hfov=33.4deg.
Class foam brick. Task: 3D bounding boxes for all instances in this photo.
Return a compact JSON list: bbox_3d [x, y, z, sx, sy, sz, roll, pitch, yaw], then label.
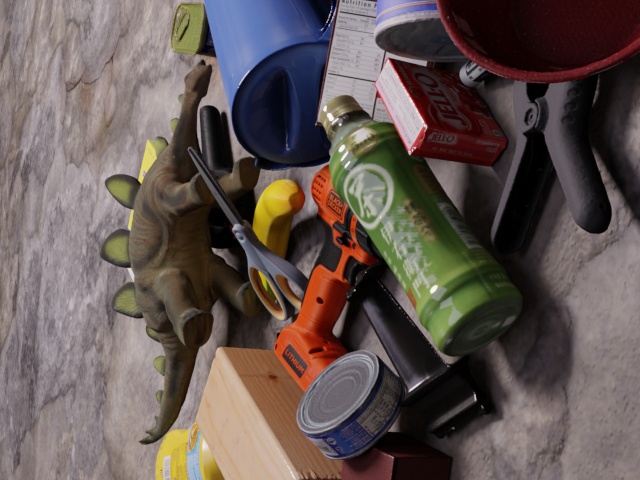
[{"bbox_3d":[0.057,0.183,0.831,0.078,0.051,0.053,13,97,63],"label":"foam brick"}]

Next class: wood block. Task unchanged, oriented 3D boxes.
[{"bbox_3d":[-0.032,0.187,0.957,0.206,0.090,0.090,49,126,55],"label":"wood block"}]

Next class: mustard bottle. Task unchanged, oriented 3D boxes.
[{"bbox_3d":[-0.120,0.240,1.151,0.192,0.058,0.096,-35,53,56],"label":"mustard bottle"}]

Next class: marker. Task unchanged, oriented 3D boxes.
[{"bbox_3d":[0.125,-0.133,0.759,0.121,0.020,0.020,148,125,-79],"label":"marker"}]

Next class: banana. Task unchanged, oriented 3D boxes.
[{"bbox_3d":[-0.040,-0.014,1.039,0.198,0.037,0.070,104,146,-59],"label":"banana"}]

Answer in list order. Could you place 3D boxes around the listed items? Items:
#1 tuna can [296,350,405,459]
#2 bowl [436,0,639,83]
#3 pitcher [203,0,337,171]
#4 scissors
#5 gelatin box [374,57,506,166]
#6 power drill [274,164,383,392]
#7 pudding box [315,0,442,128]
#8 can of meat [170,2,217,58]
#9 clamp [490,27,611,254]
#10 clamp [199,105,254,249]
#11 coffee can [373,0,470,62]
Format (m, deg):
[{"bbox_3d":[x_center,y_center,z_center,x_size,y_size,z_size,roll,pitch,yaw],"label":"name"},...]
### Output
[{"bbox_3d":[0.023,0.129,0.842,0.086,0.033,0.086,-35,24,18],"label":"tuna can"},{"bbox_3d":[0.155,-0.162,0.661,0.162,0.055,0.162,-8,70,23],"label":"bowl"},{"bbox_3d":[-0.036,-0.196,1.015,0.243,0.149,0.145,-111,-5,-46],"label":"pitcher"},{"bbox_3d":[-0.057,0.001,1.004,0.096,0.016,0.201,14,137,43],"label":"scissors"},{"bbox_3d":[0.089,-0.096,0.801,0.030,0.073,0.089,-62,34,35],"label":"gelatin box"},{"bbox_3d":[0.028,0.043,0.914,0.185,0.057,0.188,45,122,58],"label":"power drill"},{"bbox_3d":[0.051,-0.140,0.874,0.090,0.039,0.113,14,97,22],"label":"pudding box"},{"bbox_3d":[-0.113,-0.233,1.208,0.102,0.083,0.057,24,106,61],"label":"can of meat"},{"bbox_3d":[0.157,-0.074,0.701,0.120,0.039,0.171,4,88,64],"label":"clamp"},{"bbox_3d":[-0.122,-0.061,1.239,0.210,0.036,0.165,37,113,56],"label":"clamp"},{"bbox_3d":[0.094,-0.213,0.786,0.103,0.102,0.140,-9,76,62],"label":"coffee can"}]
